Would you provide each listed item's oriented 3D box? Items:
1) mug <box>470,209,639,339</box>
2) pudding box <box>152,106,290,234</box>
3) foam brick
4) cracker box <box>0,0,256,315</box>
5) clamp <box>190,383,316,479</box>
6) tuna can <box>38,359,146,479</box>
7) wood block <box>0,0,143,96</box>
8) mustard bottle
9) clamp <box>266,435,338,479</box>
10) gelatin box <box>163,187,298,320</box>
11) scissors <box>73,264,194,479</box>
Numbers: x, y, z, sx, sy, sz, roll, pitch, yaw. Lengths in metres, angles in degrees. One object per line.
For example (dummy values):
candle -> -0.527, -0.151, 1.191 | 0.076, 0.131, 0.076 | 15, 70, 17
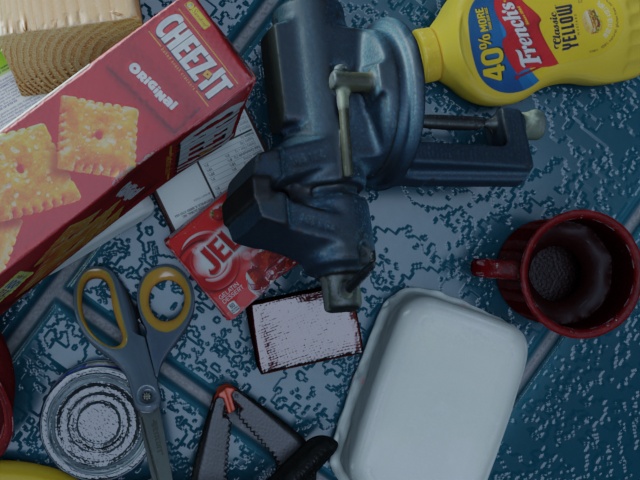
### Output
mug -> 0.170, 0.024, 0.801 | 0.117, 0.081, 0.093 | 1, 90, -8
pudding box -> -0.083, -0.054, 0.788 | 0.090, 0.039, 0.113 | -26, 97, -9
foam brick -> -0.014, 0.064, 0.791 | 0.078, 0.053, 0.051 | -11, 92, -9
cracker box -> -0.145, -0.041, 0.648 | 0.213, 0.164, 0.072 | -38, 92, -10
clamp -> -0.029, 0.206, 0.797 | 0.164, 0.036, 0.210 | -12, 92, -11
tuna can -> -0.161, 0.132, 0.780 | 0.086, 0.034, 0.086 | 0, 90, -8
wood block -> -0.175, -0.213, 0.719 | 0.090, 0.090, 0.206 | -9, 73, -7
mustard bottle -> 0.145, -0.153, 0.809 | 0.191, 0.058, 0.096 | -12, 97, -7
clamp -> -0.050, 0.202, 0.750 | 0.171, 0.039, 0.120 | 0, 78, -25
gelatin box -> -0.055, 0.001, 0.759 | 0.089, 0.030, 0.073 | -39, 99, -7
scissors -> -0.109, 0.098, 0.760 | 0.096, 0.016, 0.202 | -25, 70, -20
